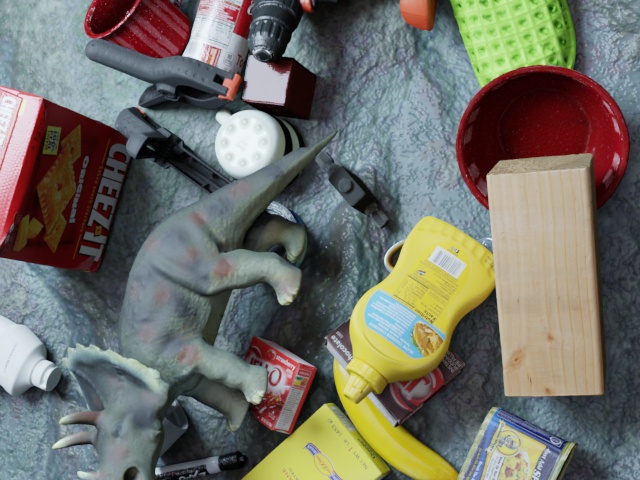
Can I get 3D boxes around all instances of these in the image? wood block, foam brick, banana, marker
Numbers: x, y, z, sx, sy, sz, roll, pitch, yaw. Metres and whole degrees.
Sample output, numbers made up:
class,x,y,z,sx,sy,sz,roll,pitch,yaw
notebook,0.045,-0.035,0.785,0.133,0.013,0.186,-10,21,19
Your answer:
class,x,y,z,sx,sy,sz,roll,pitch,yaw
wood block,0.211,0.031,0.980,0.090,0.090,0.206,-3,101,17
foam brick,-0.044,-0.161,1.127,0.053,0.078,0.051,9,88,19
banana,0.064,0.171,1.071,0.070,0.037,0.198,-32,75,13
marker,-0.135,0.243,1.136,0.121,0.020,0.020,-14,79,16

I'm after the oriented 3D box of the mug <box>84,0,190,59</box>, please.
class,x,y,z,sx,sy,sz,roll,pitch,yaw
mug,-0.192,-0.247,1.172,0.093,0.081,0.117,18,75,47

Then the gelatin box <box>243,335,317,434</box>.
class,x,y,z,sx,sy,sz,roll,pitch,yaw
gelatin box,-0.051,0.147,1.095,0.089,0.030,0.073,25,93,51

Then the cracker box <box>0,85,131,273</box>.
class,x,y,z,sx,sy,sz,roll,pitch,yaw
cracker box,-0.286,-0.057,1.120,0.072,0.213,0.164,17,89,17

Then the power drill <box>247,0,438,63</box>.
class,x,y,z,sx,sy,sz,roll,pitch,yaw
power drill,0.025,-0.253,1.093,0.188,0.057,0.184,3,55,14

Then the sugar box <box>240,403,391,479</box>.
class,x,y,z,sx,sy,sz,roll,pitch,yaw
sugar box,-0.025,0.256,1.085,0.176,0.048,0.093,-43,72,7

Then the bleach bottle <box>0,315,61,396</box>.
class,x,y,z,sx,sy,sz,roll,pitch,yaw
bleach bottle,-0.412,0.121,1.220,0.251,0.068,0.102,20,90,17

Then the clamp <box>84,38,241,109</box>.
class,x,y,z,sx,sy,sz,roll,pitch,yaw
clamp,-0.157,-0.166,1.140,0.172,0.120,0.039,16,80,22

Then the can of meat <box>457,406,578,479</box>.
class,x,y,z,sx,sy,sz,roll,pitch,yaw
can of meat,0.184,0.220,1.016,0.084,0.057,0.102,25,91,21

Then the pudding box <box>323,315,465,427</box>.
class,x,y,z,sx,sy,sz,roll,pitch,yaw
pudding box,0.072,0.114,1.056,0.090,0.039,0.113,-38,74,-17

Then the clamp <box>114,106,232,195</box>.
class,x,y,z,sx,sy,sz,roll,pitch,yaw
clamp,-0.170,-0.100,1.122,0.036,0.164,0.210,-55,45,5

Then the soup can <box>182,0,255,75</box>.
class,x,y,z,sx,sy,sz,roll,pitch,yaw
soup can,-0.108,-0.226,1.160,0.069,0.068,0.102,18,89,19

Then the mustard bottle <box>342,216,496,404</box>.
class,x,y,z,sx,sy,sz,roll,pitch,yaw
mustard bottle,0.084,0.075,1.016,0.096,0.058,0.191,35,74,12

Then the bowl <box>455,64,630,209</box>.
class,x,y,z,sx,sy,sz,roll,pitch,yaw
bowl,0.214,-0.096,1.027,0.162,0.055,0.162,6,115,13
